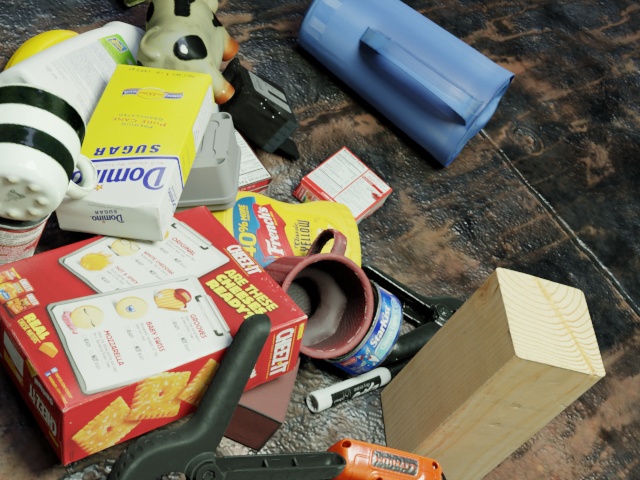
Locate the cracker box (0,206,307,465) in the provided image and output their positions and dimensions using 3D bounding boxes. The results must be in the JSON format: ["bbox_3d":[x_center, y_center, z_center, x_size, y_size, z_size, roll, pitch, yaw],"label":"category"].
[{"bbox_3d":[-0.145,0.068,0.863,0.213,0.072,0.164,-18,47,-32],"label":"cracker box"}]

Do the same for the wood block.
[{"bbox_3d":[0.143,0.126,0.934,0.090,0.206,0.091,15,47,-21],"label":"wood block"}]

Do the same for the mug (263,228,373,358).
[{"bbox_3d":[-0.008,0.044,0.966,0.093,0.082,0.117,20,83,-25],"label":"mug"}]

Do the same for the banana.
[{"bbox_3d":[-0.279,-0.149,1.039,0.069,0.037,0.197,39,38,-38],"label":"banana"}]

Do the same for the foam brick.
[{"bbox_3d":[-0.056,0.129,0.920,0.051,0.053,0.078,26,44,-10],"label":"foam brick"}]

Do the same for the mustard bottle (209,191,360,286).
[{"bbox_3d":[-0.057,0.001,1.026,0.191,0.058,0.096,7,65,-26],"label":"mustard bottle"}]

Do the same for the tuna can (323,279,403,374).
[{"bbox_3d":[0.037,0.081,0.994,0.033,0.086,0.086,32,41,-28],"label":"tuna can"}]

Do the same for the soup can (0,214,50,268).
[{"bbox_3d":[-0.264,-0.007,0.872,0.068,0.102,0.068,17,46,-19],"label":"soup can"}]

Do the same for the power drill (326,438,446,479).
[{"bbox_3d":[0.037,0.259,0.866,0.184,0.057,0.187,18,48,-18],"label":"power drill"}]

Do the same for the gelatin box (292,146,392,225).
[{"bbox_3d":[0.025,-0.052,1.145,0.073,0.030,0.089,41,43,8],"label":"gelatin box"}]

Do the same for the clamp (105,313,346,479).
[{"bbox_3d":[-0.083,0.176,0.818,0.210,0.036,0.164,-39,119,-10],"label":"clamp"}]

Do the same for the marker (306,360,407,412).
[{"bbox_3d":[0.038,0.134,0.998,0.120,0.020,0.020,-15,62,-39],"label":"marker"}]

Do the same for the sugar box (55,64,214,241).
[{"bbox_3d":[-0.158,-0.080,0.928,0.093,0.048,0.176,6,46,8],"label":"sugar box"}]

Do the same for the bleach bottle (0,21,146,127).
[{"bbox_3d":[-0.216,-0.151,1.038,0.102,0.068,0.250,60,28,-11],"label":"bleach bottle"}]

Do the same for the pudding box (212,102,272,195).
[{"bbox_3d":[-0.116,-0.083,1.079,0.089,0.039,0.113,-20,67,-42],"label":"pudding box"}]

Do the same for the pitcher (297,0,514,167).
[{"bbox_3d":[0.094,-0.208,1.246,0.243,0.149,0.144,37,54,7],"label":"pitcher"}]

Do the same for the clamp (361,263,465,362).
[{"bbox_3d":[0.109,0.076,1.078,0.171,0.039,0.120,10,46,-37],"label":"clamp"}]
